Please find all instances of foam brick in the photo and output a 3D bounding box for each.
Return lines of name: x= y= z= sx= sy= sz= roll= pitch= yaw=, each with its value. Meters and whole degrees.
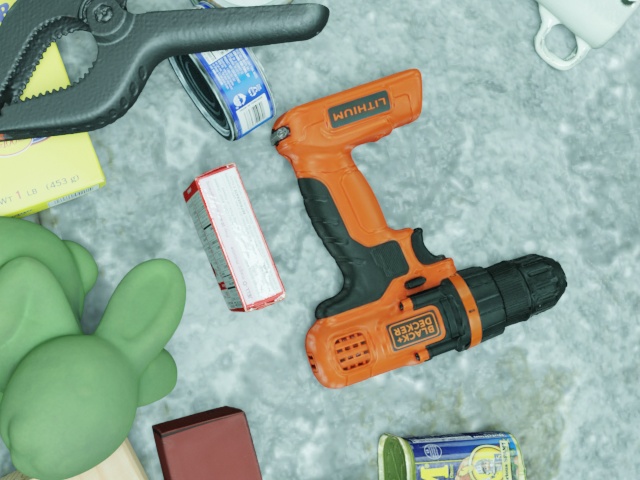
foam brick: x=-0.070 y=0.134 z=0.654 sx=0.053 sy=0.078 sz=0.051 roll=-13 pitch=87 yaw=-14

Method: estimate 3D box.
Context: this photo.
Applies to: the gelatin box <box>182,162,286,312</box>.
gelatin box: x=-0.054 y=0.001 z=0.670 sx=0.030 sy=0.073 sz=0.089 roll=-22 pitch=90 yaw=-13

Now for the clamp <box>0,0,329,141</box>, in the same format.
clamp: x=-0.110 y=-0.122 z=0.617 sx=0.210 sy=0.036 sz=0.164 roll=-45 pitch=78 yaw=-2

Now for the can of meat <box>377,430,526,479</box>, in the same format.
can of meat: x=0.087 y=0.176 z=0.697 sx=0.083 sy=0.057 sz=0.102 roll=-1 pitch=86 yaw=-15

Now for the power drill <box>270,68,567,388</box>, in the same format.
power drill: x=0.058 y=-0.013 z=0.704 sx=0.184 sy=0.057 sz=0.187 roll=-18 pitch=90 yaw=-13

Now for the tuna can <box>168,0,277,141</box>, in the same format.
tuna can: x=-0.065 y=-0.105 z=0.671 sx=0.033 sy=0.086 sz=0.086 roll=-35 pitch=93 yaw=-11

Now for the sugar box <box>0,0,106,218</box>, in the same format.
sugar box: x=-0.206 y=-0.101 z=0.660 sx=0.093 sy=0.048 sz=0.176 roll=-21 pitch=91 yaw=-13
